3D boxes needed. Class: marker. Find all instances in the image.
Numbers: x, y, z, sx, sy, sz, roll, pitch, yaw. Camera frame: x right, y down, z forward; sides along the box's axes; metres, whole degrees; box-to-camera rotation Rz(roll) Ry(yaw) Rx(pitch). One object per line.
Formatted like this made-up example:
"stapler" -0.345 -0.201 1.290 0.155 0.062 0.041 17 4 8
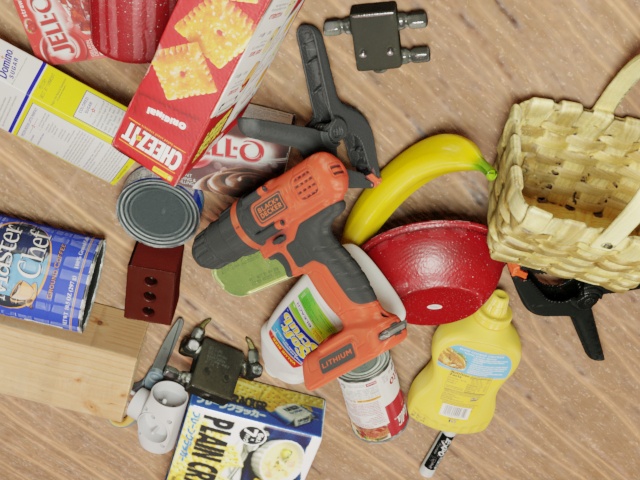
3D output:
"marker" 0.147 0.241 1.280 0.020 0.020 0.121 16 128 -7

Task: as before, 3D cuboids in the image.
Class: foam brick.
"foam brick" -0.177 0.043 1.133 0.053 0.051 0.078 10 129 -2

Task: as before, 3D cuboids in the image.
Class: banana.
"banana" 0.084 -0.052 1.022 0.037 0.069 0.198 25 141 -32

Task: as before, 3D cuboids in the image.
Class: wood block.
"wood block" -0.302 0.115 1.170 0.206 0.091 0.090 15 118 -6

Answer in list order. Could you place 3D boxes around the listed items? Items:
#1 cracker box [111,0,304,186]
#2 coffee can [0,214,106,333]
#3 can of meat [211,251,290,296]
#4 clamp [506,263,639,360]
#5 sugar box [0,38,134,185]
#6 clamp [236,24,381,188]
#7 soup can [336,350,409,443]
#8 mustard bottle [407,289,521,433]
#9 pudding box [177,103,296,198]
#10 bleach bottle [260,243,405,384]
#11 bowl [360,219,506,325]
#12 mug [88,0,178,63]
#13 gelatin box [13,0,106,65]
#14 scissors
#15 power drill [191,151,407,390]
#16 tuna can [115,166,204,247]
"cracker box" -0.074 -0.170 0.864 0.072 0.164 0.214 32 119 0
"coffee can" -0.303 0.031 1.103 0.140 0.102 0.103 14 128 -6
"can of meat" -0.057 0.001 1.068 0.102 0.084 0.057 -24 122 22
"clamp" 0.277 0.044 1.079 0.209 0.036 0.165 25 125 -33
"sugar box" -0.251 -0.121 0.996 0.176 0.048 0.093 31 152 -16
"clamp" -0.005 -0.097 0.977 0.039 0.120 0.171 18 149 52
"soup can" 0.057 0.169 1.201 0.068 0.068 0.102 -9 126 12
"mustard bottle" 0.165 0.128 1.164 0.096 0.058 0.192 14 129 -4
"pudding box" -0.086 -0.089 1.027 0.113 0.039 0.090 11 127 -4
"bleach bottle" -0.004 0.098 1.108 0.102 0.068 0.251 55 149 11
"bowl" 0.113 0.042 1.065 0.162 0.055 0.162 -2 151 -1
"mug" -0.146 -0.207 0.913 0.117 0.093 0.081 -21 136 -31
"gelatin box" -0.230 -0.203 0.956 0.073 0.030 0.089 -5 127 10
"scissors" -0.181 0.171 1.257 0.096 0.016 0.202 34 124 -18
"power drill" -0.020 0.037 0.965 0.185 0.057 0.187 -31 85 35
"tuna can" -0.162 -0.036 1.080 0.086 0.033 0.086 3 128 3
